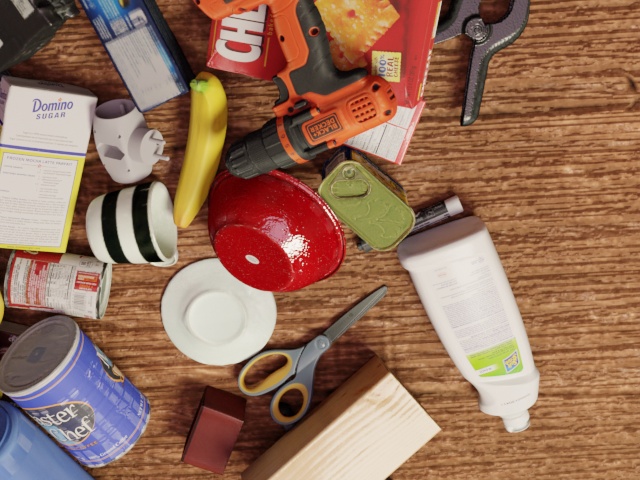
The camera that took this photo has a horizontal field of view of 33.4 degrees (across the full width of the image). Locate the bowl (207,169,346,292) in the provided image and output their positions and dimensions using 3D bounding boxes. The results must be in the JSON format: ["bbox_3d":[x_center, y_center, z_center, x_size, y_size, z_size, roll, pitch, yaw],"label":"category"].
[{"bbox_3d":[-0.057,0.001,1.100,0.162,0.055,0.162,18,138,17],"label":"bowl"}]

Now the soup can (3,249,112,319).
[{"bbox_3d":[-0.282,0.046,1.153,0.102,0.068,0.068,8,109,-3],"label":"soup can"}]

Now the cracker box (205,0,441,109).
[{"bbox_3d":[0.007,-0.230,1.031,0.214,0.072,0.164,13,109,10],"label":"cracker box"}]

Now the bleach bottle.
[{"bbox_3d":[0.172,0.103,1.171,0.102,0.068,0.251,-19,110,7],"label":"bleach bottle"}]

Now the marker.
[{"bbox_3d":[0.095,-0.016,1.152,0.121,0.020,0.020,-24,107,9],"label":"marker"}]

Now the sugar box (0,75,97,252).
[{"bbox_3d":[-0.297,-0.077,1.108,0.093,0.048,0.176,5,109,-32],"label":"sugar box"}]

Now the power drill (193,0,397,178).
[{"bbox_3d":[-0.042,-0.162,0.999,0.185,0.057,0.187,-22,106,23],"label":"power drill"}]

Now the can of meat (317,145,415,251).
[{"bbox_3d":[0.047,-0.047,1.108,0.102,0.084,0.057,40,105,-12],"label":"can of meat"}]

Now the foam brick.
[{"bbox_3d":[-0.121,0.216,1.218,0.051,0.053,0.078,20,109,-6],"label":"foam brick"}]

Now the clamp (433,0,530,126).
[{"bbox_3d":[0.144,-0.214,1.074,0.120,0.039,0.171,28,101,-13],"label":"clamp"}]

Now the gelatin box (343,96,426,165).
[{"bbox_3d":[0.056,-0.129,1.108,0.089,0.030,0.073,20,108,-3],"label":"gelatin box"}]

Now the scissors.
[{"bbox_3d":[0.004,0.136,1.195,0.202,0.016,0.096,-26,85,9],"label":"scissors"}]

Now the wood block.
[{"bbox_3d":[0.019,0.233,1.176,0.206,0.090,0.091,-42,99,-1],"label":"wood block"}]

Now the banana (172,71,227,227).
[{"bbox_3d":[-0.125,-0.102,1.095,0.037,0.069,0.198,29,136,18],"label":"banana"}]

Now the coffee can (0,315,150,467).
[{"bbox_3d":[-0.265,0.164,1.154,0.103,0.103,0.140,-28,126,10],"label":"coffee can"}]

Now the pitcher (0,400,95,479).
[{"bbox_3d":[-0.321,0.281,1.166,0.149,0.145,0.242,-22,130,8],"label":"pitcher"}]
